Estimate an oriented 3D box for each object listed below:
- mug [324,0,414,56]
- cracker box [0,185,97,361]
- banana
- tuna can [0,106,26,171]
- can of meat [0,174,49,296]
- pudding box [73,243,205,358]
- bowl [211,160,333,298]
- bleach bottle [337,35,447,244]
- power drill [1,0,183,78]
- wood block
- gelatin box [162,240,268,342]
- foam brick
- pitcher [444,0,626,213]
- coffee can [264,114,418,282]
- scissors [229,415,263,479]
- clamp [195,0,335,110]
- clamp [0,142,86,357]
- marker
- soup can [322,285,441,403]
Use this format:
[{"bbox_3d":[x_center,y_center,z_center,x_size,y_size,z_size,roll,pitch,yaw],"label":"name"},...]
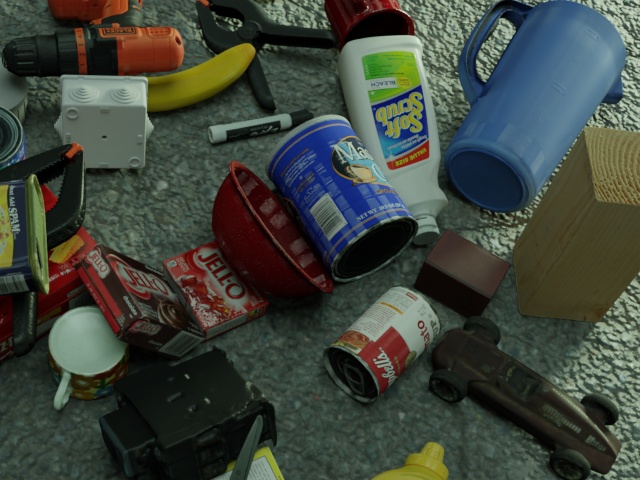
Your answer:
[{"bbox_3d":[0.049,-0.267,1.245,0.093,0.117,0.081,-28,56,10],"label":"mug"},{"bbox_3d":[-0.326,0.002,1.012,0.164,0.072,0.214,-34,68,-29],"label":"cracker box"},{"bbox_3d":[-0.166,-0.177,1.173,0.197,0.037,0.069,-6,87,-11],"label":"banana"},{"bbox_3d":[-0.323,-0.090,1.011,0.086,0.034,0.086,6,54,-8],"label":"tuna can"},{"bbox_3d":[-0.278,0.000,0.901,0.084,0.057,0.102,-7,62,-7],"label":"can of meat"},{"bbox_3d":[-0.165,0.058,0.981,0.039,0.113,0.090,-40,63,6],"label":"pudding box"},{"bbox_3d":[-0.057,0.001,1.042,0.055,0.162,0.162,-38,66,8],"label":"bowl"},{"bbox_3d":[0.092,-0.110,1.178,0.102,0.068,0.251,-6,60,-15],"label":"bleach bottle"},{"bbox_3d":[-0.252,-0.230,1.154,0.184,0.057,0.188,-4,37,-16],"label":"power drill"},{"bbox_3d":[0.270,-0.011,1.057,0.090,0.206,0.090,5,56,-8],"label":"wood block"},{"bbox_3d":[-0.104,0.046,1.052,0.073,0.030,0.089,-23,64,-24],"label":"gelatin box"},{"bbox_3d":[0.144,0.036,1.096,0.078,0.053,0.051,30,56,8],"label":"foam brick"},{"bbox_3d":[0.228,-0.154,1.194,0.149,0.145,0.242,14,53,32],"label":"pitcher"},{"bbox_3d":[0.021,-0.043,1.093,0.102,0.103,0.140,-22,64,-23],"label":"coffee can"},{"bbox_3d":[-0.069,0.253,0.872,0.096,0.016,0.201,39,70,-10],"label":"scissors"},{"bbox_3d":[-0.082,-0.224,1.230,0.171,0.039,0.120,27,65,16],"label":"clamp"},{"bbox_3d":[-0.270,-0.002,0.957,0.164,0.036,0.209,34,60,12],"label":"clamp"},{"bbox_3d":[-0.064,-0.127,1.182,0.121,0.020,0.020,-13,60,-19],"label":"marker"},{"bbox_3d":[0.060,0.098,1.027,0.068,0.069,0.102,40,58,15],"label":"soup can"}]
